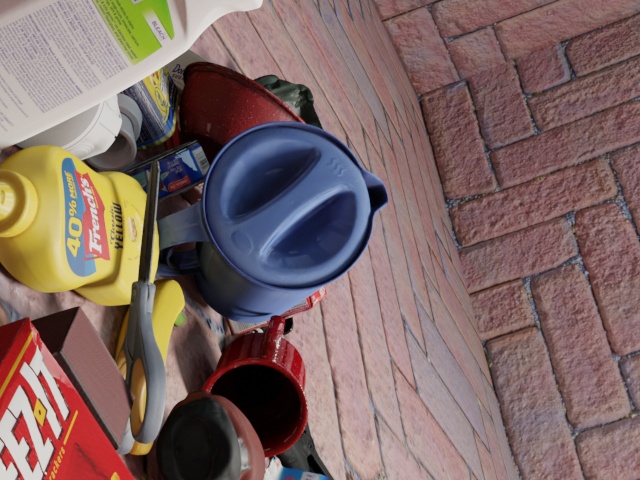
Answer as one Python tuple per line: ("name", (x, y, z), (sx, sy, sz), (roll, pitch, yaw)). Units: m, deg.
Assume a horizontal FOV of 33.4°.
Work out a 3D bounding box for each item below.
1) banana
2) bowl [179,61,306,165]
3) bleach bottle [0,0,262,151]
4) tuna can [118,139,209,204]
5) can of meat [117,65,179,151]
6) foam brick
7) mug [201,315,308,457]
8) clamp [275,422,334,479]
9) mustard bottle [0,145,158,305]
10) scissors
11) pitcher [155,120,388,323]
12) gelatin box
("banana", (-0.127, 0.080, 0.819), (0.197, 0.037, 0.069), (-82, 150, -64))
("bowl", (-0.075, -0.090, 0.985), (0.055, 0.162, 0.162), (-55, 141, -18))
("bleach bottle", (-0.127, -0.133, 0.648), (0.068, 0.251, 0.102), (-95, 161, -46))
("tuna can", (-0.133, -0.052, 0.880), (0.086, 0.086, 0.034), (-59, 127, -73))
("can of meat", (-0.166, -0.138, 0.936), (0.102, 0.057, 0.084), (-92, 161, -53))
("foam brick", (-0.156, 0.089, 0.649), (0.051, 0.053, 0.078), (-84, 151, -61))
("mug", (-0.052, 0.120, 0.932), (0.081, 0.093, 0.117), (-82, -175, -73))
("clamp", (-0.021, 0.211, 1.067), (0.120, 0.039, 0.171), (27, 45, -74))
("mustard bottle", (-0.173, -0.012, 0.713), (0.191, 0.058, 0.096), (27, 58, -71))
("scissors", (-0.114, 0.047, 0.711), (0.096, 0.016, 0.202), (13, -87, 63))
("pitcher", (-0.056, 0.001, 0.907), (0.149, 0.145, 0.243), (32, -18, -3))
("gelatin box", (-0.043, 0.063, 1.076), (0.073, 0.089, 0.030), (-35, 105, -77))
